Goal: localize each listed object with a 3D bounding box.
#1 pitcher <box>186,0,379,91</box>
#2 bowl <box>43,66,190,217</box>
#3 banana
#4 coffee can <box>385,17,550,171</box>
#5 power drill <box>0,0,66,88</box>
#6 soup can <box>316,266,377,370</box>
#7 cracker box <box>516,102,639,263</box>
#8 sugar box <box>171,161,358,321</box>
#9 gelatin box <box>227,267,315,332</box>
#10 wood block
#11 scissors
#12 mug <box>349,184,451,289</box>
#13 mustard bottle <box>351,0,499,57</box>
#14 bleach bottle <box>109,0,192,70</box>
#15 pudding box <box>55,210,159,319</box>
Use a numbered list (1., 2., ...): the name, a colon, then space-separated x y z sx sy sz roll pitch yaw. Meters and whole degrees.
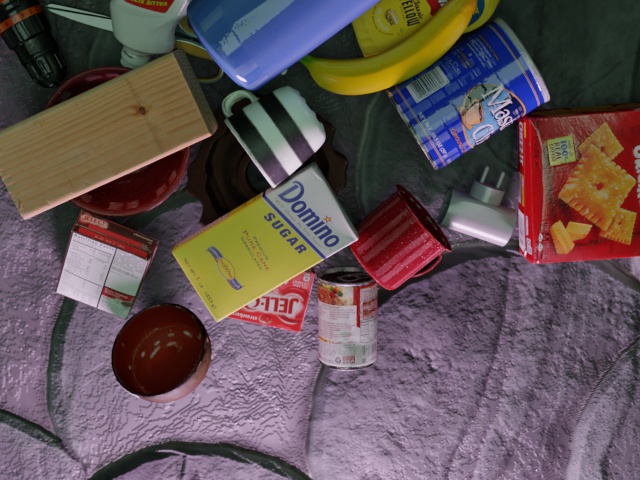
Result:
1. pitcher: -0.011 -0.264 1.035 0.243 0.149 0.145 -38 89 10
2. bowl: -0.218 -0.109 1.150 0.162 0.055 0.162 0 104 -1
3. banana: 0.072 -0.192 1.088 0.198 0.037 0.069 -17 122 13
4. coffee can: 0.154 -0.153 1.121 0.140 0.103 0.103 -32 103 7
5. power drill: -0.381 -0.213 1.121 0.187 0.057 0.184 -27 99 3
6. soup can: 0.030 0.087 1.197 0.068 0.068 0.102 -1 105 -1
7. cracker box: 0.326 -0.065 1.163 0.213 0.072 0.164 -4 105 -1
8. sugar box: -0.057 0.001 1.127 0.176 0.048 0.093 -31 100 7
9. gelatin box: -0.057 0.059 1.208 0.089 0.030 0.073 13 104 -4
10. wood block: -0.217 -0.109 1.075 0.206 0.090 0.091 -23 102 5
11. scissors: -0.184 -0.239 1.138 0.201 0.016 0.096 29 100 -8
12. mug: 0.090 0.005 1.175 0.081 0.093 0.117 -40 138 13
13. mustard bottle: 0.124 -0.256 1.101 0.192 0.058 0.096 -15 121 12
14. bleach bottle: -0.144 -0.274 1.057 0.102 0.068 0.251 27 125 0
15. pudding box: -0.235 0.028 1.168 0.090 0.039 0.114 23 132 -6
